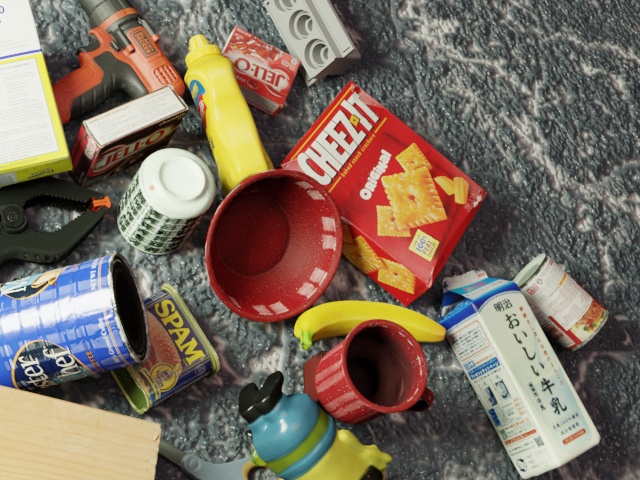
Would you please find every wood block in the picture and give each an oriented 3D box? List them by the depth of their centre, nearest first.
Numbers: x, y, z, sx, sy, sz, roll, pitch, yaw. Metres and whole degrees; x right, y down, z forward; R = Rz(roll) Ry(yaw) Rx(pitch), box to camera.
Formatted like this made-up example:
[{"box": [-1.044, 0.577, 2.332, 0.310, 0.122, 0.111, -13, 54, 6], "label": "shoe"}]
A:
[{"box": [-0.253, 0.186, 0.921, 0.205, 0.090, 0.091, 20, 60, -27], "label": "wood block"}]

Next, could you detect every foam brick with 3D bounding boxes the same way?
[{"box": [0.027, 0.150, 1.114, 0.078, 0.051, 0.053, 8, 64, -23], "label": "foam brick"}]

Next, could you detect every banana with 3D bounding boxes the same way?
[{"box": [0.044, 0.093, 1.148, 0.197, 0.037, 0.070, -2, 40, -35], "label": "banana"}]

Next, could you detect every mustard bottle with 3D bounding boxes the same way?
[{"box": [-0.104, -0.138, 1.157, 0.058, 0.096, 0.192, -17, 74, -10], "label": "mustard bottle"}]

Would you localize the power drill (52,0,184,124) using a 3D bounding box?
[{"box": [-0.261, -0.195, 1.133, 0.187, 0.057, 0.184, -32, 81, -33], "label": "power drill"}]

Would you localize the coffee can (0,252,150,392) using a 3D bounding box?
[{"box": [-0.235, 0.077, 0.956, 0.140, 0.103, 0.103, -14, 71, 4], "label": "coffee can"}]

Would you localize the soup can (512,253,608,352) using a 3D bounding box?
[{"box": [0.280, 0.073, 1.263, 0.102, 0.069, 0.068, 43, 56, -1], "label": "soup can"}]

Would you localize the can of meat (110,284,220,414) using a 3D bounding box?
[{"box": [-0.162, 0.107, 1.041, 0.083, 0.058, 0.102, -29, 81, -30], "label": "can of meat"}]

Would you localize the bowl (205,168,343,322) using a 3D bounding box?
[{"box": [-0.057, 0.001, 1.116, 0.161, 0.055, 0.162, -8, 106, -29], "label": "bowl"}]

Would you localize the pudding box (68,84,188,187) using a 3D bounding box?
[{"box": [-0.201, -0.107, 1.101, 0.113, 0.090, 0.039, -33, 83, -34], "label": "pudding box"}]

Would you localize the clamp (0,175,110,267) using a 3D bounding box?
[{"box": [-0.304, -0.006, 1.036, 0.209, 0.036, 0.164, -5, 71, -28], "label": "clamp"}]

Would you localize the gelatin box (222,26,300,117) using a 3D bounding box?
[{"box": [-0.075, -0.196, 1.239, 0.089, 0.030, 0.073, 27, 58, -12], "label": "gelatin box"}]

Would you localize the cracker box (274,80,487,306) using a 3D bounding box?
[{"box": [0.066, -0.056, 1.217, 0.213, 0.072, 0.164, 39, 56, -4], "label": "cracker box"}]

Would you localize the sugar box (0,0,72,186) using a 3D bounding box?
[{"box": [-0.306, -0.144, 1.033, 0.093, 0.048, 0.176, -14, 74, -10], "label": "sugar box"}]

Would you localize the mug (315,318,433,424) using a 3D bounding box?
[{"box": [0.056, 0.138, 1.052, 0.117, 0.082, 0.093, 26, 60, -14], "label": "mug"}]

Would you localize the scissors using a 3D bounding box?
[{"box": [-0.108, 0.211, 1.042, 0.202, 0.016, 0.096, 47, 54, 0], "label": "scissors"}]
